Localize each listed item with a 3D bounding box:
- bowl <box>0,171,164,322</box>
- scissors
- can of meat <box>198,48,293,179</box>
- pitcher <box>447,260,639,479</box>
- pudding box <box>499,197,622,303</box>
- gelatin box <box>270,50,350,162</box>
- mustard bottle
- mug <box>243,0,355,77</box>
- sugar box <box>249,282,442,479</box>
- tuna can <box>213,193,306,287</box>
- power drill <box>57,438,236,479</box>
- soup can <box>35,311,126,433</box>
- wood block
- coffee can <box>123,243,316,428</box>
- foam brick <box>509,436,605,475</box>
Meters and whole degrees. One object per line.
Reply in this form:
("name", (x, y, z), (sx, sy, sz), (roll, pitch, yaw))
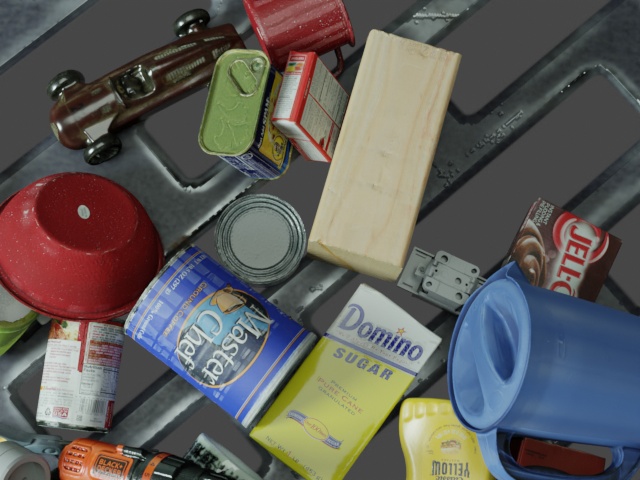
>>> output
("bowl", (-0.213, -0.008, 0.951), (0.162, 0.055, 0.162), (12, 48, -14))
("scissors", (-0.257, 0.190, 0.962), (0.201, 0.096, 0.016), (17, 52, -28))
("can of meat", (-0.062, -0.115, 0.994), (0.058, 0.083, 0.102), (6, 78, 25))
("pitcher", (0.241, 0.128, 0.920), (0.242, 0.145, 0.149), (13, 114, -18))
("pudding box", (0.219, 0.029, 1.007), (0.090, 0.039, 0.113), (27, 80, 2))
("gelatin box", (-0.009, -0.124, 1.000), (0.030, 0.089, 0.073), (7, 72, 27))
("mustard bottle", (0.115, 0.239, 0.953), (0.096, 0.058, 0.191), (2, 80, 8))
("mug", (-0.018, -0.202, 1.025), (0.081, 0.093, 0.117), (-24, 118, -2))
("sugar box", (0.023, 0.135, 0.976), (0.093, 0.048, 0.176), (36, 81, 5))
("tuna can", (-0.057, 0.001, 1.004), (0.086, 0.034, 0.086), (0, 79, -2))
("power drill", (-0.161, 0.260, 0.862), (0.185, 0.057, 0.187), (5, 63, 33))
("soup can", (-0.214, 0.118, 0.959), (0.068, 0.068, 0.102), (7, 79, -1))
("wood block", (0.058, -0.077, 0.995), (0.090, 0.091, 0.206), (16, 79, 1))
("coffee can", (-0.089, 0.084, 0.952), (0.140, 0.103, 0.102), (37, 80, 5))
("foam brick", (0.210, 0.212, 0.966), (0.078, 0.051, 0.053), (16, 78, 1))
